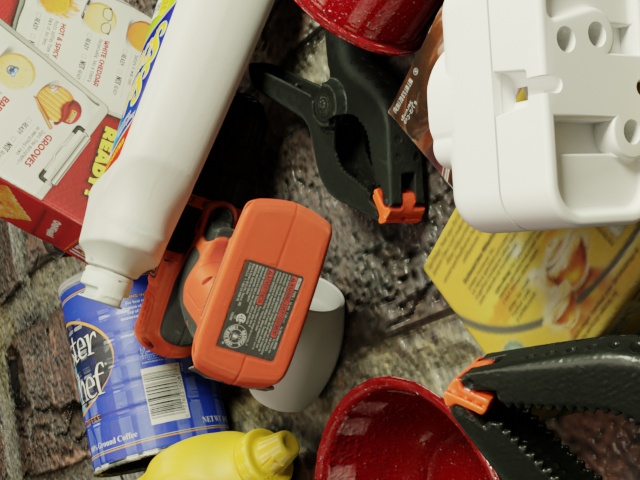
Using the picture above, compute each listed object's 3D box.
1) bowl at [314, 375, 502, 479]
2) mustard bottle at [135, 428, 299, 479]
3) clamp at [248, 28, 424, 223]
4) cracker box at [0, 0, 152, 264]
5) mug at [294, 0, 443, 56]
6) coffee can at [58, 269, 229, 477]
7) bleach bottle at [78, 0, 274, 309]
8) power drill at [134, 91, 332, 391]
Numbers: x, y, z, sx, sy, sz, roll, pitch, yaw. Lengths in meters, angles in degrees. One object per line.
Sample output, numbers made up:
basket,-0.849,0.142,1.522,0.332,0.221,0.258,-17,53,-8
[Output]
bowl,0.063,0.147,0.549,0.162,0.055,0.162,8,100,55
mustard bottle,-0.081,0.178,0.723,0.192,0.096,0.058,-40,29,34
clamp,0.017,-0.088,0.609,0.171,0.039,0.120,56,141,31
cracker box,-0.197,-0.102,0.722,0.072,0.213,0.164,-24,40,56
mug,0.025,-0.160,0.530,0.082,0.117,0.093,-52,7,39
coffee can,-0.129,0.093,0.785,0.103,0.102,0.140,-34,66,52
bleach bottle,-0.090,-0.080,0.657,0.103,0.068,0.251,1,70,67
power drill,-0.054,0.001,0.654,0.188,0.057,0.184,-153,80,-69
